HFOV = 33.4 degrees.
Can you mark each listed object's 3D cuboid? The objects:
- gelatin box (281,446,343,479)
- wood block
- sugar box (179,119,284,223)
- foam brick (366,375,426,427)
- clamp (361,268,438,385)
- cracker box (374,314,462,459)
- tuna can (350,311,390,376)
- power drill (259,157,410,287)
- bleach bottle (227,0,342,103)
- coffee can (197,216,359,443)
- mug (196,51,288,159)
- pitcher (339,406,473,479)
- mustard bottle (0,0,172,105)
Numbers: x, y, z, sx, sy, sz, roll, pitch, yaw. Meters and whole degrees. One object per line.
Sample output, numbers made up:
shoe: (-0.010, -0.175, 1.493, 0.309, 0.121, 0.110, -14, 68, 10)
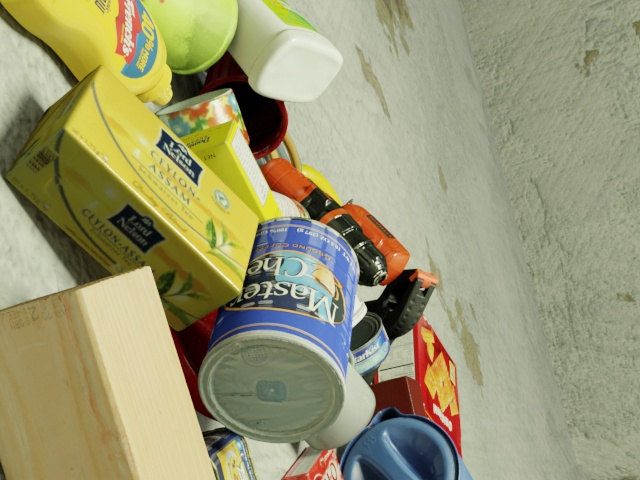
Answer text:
gelatin box: (-0.001, 0.245, 1.031, 0.089, 0.030, 0.073, -33, 106, -72)
wood block: (-0.130, 0.130, 0.649, 0.090, 0.090, 0.206, -25, 99, -72)
sugar box: (-0.080, -0.009, 0.915, 0.048, 0.093, 0.176, -76, 145, -56)
foam brick: (0.077, 0.193, 1.234, 0.051, 0.078, 0.053, 34, 43, -61)
clamp: (0.078, 0.082, 1.250, 0.039, 0.172, 0.120, 18, 37, -27)
cracker box: (0.129, 0.217, 1.378, 0.164, 0.072, 0.213, 55, 26, -44)
tuna can: (0.031, 0.114, 1.152, 0.086, 0.086, 0.034, -71, 143, -61)
power drill: (0.030, -0.005, 1.150, 0.185, 0.057, 0.187, 46, 7, 27)
bleach bottle: (-0.087, -0.235, 1.015, 0.251, 0.068, 0.102, 50, 24, 26)
coffee can: (-0.027, 0.063, 0.787, 0.140, 0.103, 0.102, -80, 149, -53)
mug: (-0.075, -0.127, 1.055, 0.081, 0.093, 0.117, -88, 173, -55)
pitcher: (0.121, 0.306, 1.192, 0.149, 0.145, 0.242, -58, 146, -16)
mustard bottle: (-0.171, -0.166, 0.833, 0.191, 0.058, 0.096, 50, 36, -53)
